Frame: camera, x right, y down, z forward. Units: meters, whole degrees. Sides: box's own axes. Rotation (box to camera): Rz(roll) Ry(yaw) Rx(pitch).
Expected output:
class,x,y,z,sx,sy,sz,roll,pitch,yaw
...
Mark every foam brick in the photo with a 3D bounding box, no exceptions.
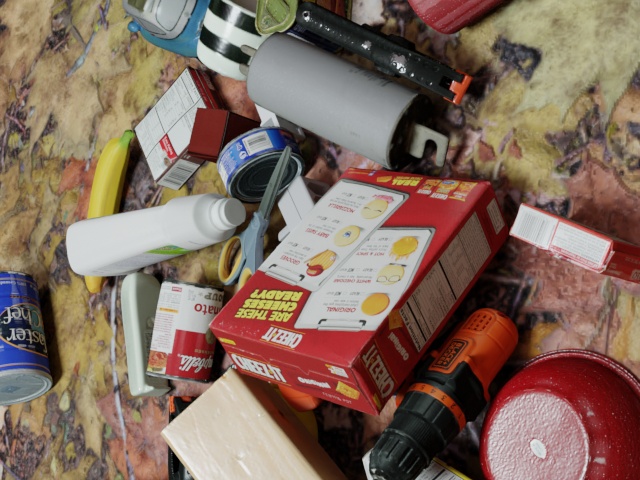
class,x,y,z,sx,sy,sz,roll,pitch,yaw
foam brick,-0.091,-0.104,1.121,0.053,0.078,0.051,11,87,41

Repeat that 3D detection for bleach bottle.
class,x,y,z,sx,sy,sz,roll,pitch,yaw
bleach bottle,-0.165,-0.010,1.137,0.251,0.102,0.068,-12,84,45

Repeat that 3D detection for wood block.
class,x,y,z,sx,sy,sz,roll,pitch,yaw
wood block,-0.032,0.220,0.932,0.090,0.090,0.206,-43,71,4

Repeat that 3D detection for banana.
class,x,y,z,sx,sy,sz,roll,pitch,yaw
banana,-0.258,-0.039,1.274,0.070,0.037,0.198,-141,62,-76

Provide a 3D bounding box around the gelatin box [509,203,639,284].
class,x,y,z,sx,sy,sz,roll,pitch,yaw
gelatin box,0.204,0.004,0.828,0.089,0.073,0.030,28,100,42

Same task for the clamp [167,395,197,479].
class,x,y,z,sx,sy,sz,roll,pitch,yaw
clamp,-0.136,0.261,1.087,0.165,0.036,0.210,115,151,-47

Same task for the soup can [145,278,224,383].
class,x,y,z,sx,sy,sz,roll,pitch,yaw
soup can,-0.142,0.096,1.129,0.069,0.068,0.102,4,83,43

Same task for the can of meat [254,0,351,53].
class,x,y,z,sx,sy,sz,roll,pitch,yaw
can of meat,-0.014,-0.245,1.078,0.058,0.083,0.102,-3,78,42

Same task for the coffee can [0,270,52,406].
class,x,y,z,sx,sy,sz,roll,pitch,yaw
coffee can,-0.395,0.122,1.331,0.103,0.102,0.140,-33,60,33

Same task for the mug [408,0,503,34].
class,x,y,z,sx,sy,sz,roll,pitch,yaw
mug,0.128,-0.245,0.953,0.082,0.093,0.117,-31,30,39

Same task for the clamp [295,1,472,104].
class,x,y,z,sx,sy,sz,roll,pitch,yaw
clamp,0.069,-0.173,0.992,0.172,0.120,0.039,33,111,20

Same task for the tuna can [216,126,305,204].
class,x,y,z,sx,sy,sz,roll,pitch,yaw
tuna can,-0.059,-0.075,1.079,0.086,0.085,0.034,-42,57,28

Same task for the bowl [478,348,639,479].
class,x,y,z,sx,sy,sz,roll,pitch,yaw
bowl,0.180,0.162,0.827,0.162,0.055,0.162,-11,73,40

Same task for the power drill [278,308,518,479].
class,x,y,z,sx,sy,sz,roll,pitch,yaw
power drill,0.052,0.122,0.898,0.188,0.057,0.184,7,42,45

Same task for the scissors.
class,x,y,z,sx,sy,sz,roll,pitch,yaw
scissors,-0.057,0.001,1.061,0.202,0.016,0.096,-50,52,50

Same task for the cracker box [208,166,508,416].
class,x,y,z,sx,sy,sz,roll,pitch,yaw
cracker box,0.036,0.034,0.905,0.164,0.072,0.213,10,50,43

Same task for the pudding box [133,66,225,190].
class,x,y,z,sx,sy,sz,roll,pitch,yaw
pudding box,-0.157,-0.127,1.214,0.114,0.039,0.090,-43,54,25
